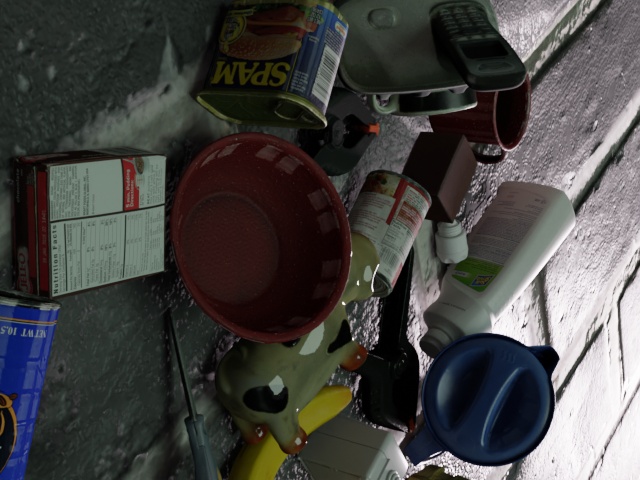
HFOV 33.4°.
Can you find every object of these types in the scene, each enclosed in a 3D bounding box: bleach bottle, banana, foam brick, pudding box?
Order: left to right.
[{"bbox_3d":[-0.153,-0.014,0.717,0.113,0.039,0.090,-13,109,-53],"label":"pudding box"},{"bbox_3d":[-0.036,0.190,0.929,0.069,0.037,0.197,39,50,-12],"label":"banana"},{"bbox_3d":[0.120,-0.066,1.102,0.051,0.053,0.078,51,57,-49],"label":"foam brick"},{"bbox_3d":[0.186,0.036,1.204,0.250,0.103,0.068,-47,127,-28],"label":"bleach bottle"}]

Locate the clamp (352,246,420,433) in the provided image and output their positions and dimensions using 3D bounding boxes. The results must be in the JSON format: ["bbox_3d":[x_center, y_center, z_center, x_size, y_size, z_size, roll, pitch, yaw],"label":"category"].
[{"bbox_3d":[0.060,0.125,1.074,0.164,0.036,0.210,-45,136,-43],"label":"clamp"}]

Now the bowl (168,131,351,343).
[{"bbox_3d":[-0.055,0.001,0.820,0.161,0.055,0.162,8,75,-34],"label":"bowl"}]

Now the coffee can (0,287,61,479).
[{"bbox_3d":[-0.210,0.094,0.598,0.102,0.103,0.140,16,85,-57],"label":"coffee can"}]

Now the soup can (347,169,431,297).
[{"bbox_3d":[0.055,-0.006,1.005,0.102,0.069,0.068,-64,144,-22],"label":"soup can"}]

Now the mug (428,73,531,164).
[{"bbox_3d":[0.169,-0.134,1.130,0.093,0.082,0.117,-48,135,-40],"label":"mug"}]

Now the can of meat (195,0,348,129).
[{"bbox_3d":[-0.035,-0.135,0.807,0.057,0.102,0.084,33,68,-54],"label":"can of meat"}]

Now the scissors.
[{"bbox_3d":[-0.094,0.159,0.812,0.096,0.016,0.202,-100,178,-69],"label":"scissors"}]

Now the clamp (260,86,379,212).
[{"bbox_3d":[-0.003,-0.102,0.921,0.171,0.039,0.120,-32,128,-55],"label":"clamp"}]

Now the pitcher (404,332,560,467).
[{"bbox_3d":[0.185,0.183,1.170,0.242,0.149,0.145,36,61,-72],"label":"pitcher"}]
